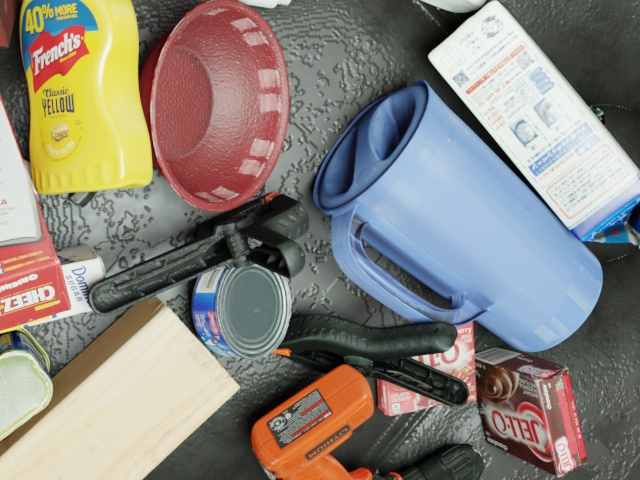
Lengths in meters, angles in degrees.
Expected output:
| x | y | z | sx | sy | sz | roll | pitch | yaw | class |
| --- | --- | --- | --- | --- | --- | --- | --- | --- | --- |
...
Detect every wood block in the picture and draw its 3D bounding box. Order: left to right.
| x | y | z | sx | sy | sz | roll | pitch | yaw | class |
| --- | --- | --- | --- | --- | --- | --- | --- | --- | --- |
| -0.175 | 0.145 | 0.833 | 0.206 | 0.091 | 0.090 | -42 | 106 | -9 | wood block |

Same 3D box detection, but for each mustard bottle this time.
| x | y | z | sx | sy | sz | roll | pitch | yaw | class |
| --- | --- | --- | --- | --- | --- | --- | --- | --- | --- |
| -0.171 | -0.130 | 0.758 | 0.058 | 0.096 | 0.191 | -9 | 96 | -53 | mustard bottle |

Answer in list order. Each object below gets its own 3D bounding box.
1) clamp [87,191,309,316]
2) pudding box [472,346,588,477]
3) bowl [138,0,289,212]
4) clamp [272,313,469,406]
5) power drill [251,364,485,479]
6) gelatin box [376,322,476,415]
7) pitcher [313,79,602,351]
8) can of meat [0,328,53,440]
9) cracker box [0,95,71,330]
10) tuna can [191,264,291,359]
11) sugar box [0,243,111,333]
| x | y | z | sx | sy | sz | roll | pitch | yaw | class |
| --- | --- | --- | --- | --- | --- | --- | --- | --- | --- |
| -0.055 | 0.001 | 0.803 | 0.165 | 0.209 | 0.036 | -9 | 104 | 27 | clamp |
| 0.180 | 0.147 | 0.938 | 0.039 | 0.114 | 0.090 | -18 | 102 | -19 | pudding box |
| -0.093 | -0.105 | 0.826 | 0.161 | 0.055 | 0.162 | -17 | 112 | -52 | bowl |
| 0.044 | 0.098 | 0.889 | 0.039 | 0.172 | 0.120 | -66 | 147 | -33 | clamp |
| 0.039 | 0.191 | 0.895 | 0.184 | 0.057 | 0.187 | -34 | 126 | -6 | power drill |
| 0.093 | 0.111 | 0.948 | 0.089 | 0.030 | 0.073 | -7 | 98 | -18 | gelatin box |
| 0.117 | -0.003 | 0.891 | 0.242 | 0.145 | 0.149 | 38 | 102 | -21 | pitcher |
| -0.253 | 0.116 | 0.807 | 0.102 | 0.084 | 0.057 | -38 | 106 | -11 | can of meat |
| -0.281 | -0.027 | 0.727 | 0.164 | 0.072 | 0.214 | -18 | 59 | -16 | cracker box |
| -0.064 | 0.053 | 0.868 | 0.085 | 0.034 | 0.086 | 4 | 85 | -49 | tuna can |
| -0.251 | 0.043 | 0.795 | 0.176 | 0.093 | 0.048 | -16 | 101 | -17 | sugar box |
